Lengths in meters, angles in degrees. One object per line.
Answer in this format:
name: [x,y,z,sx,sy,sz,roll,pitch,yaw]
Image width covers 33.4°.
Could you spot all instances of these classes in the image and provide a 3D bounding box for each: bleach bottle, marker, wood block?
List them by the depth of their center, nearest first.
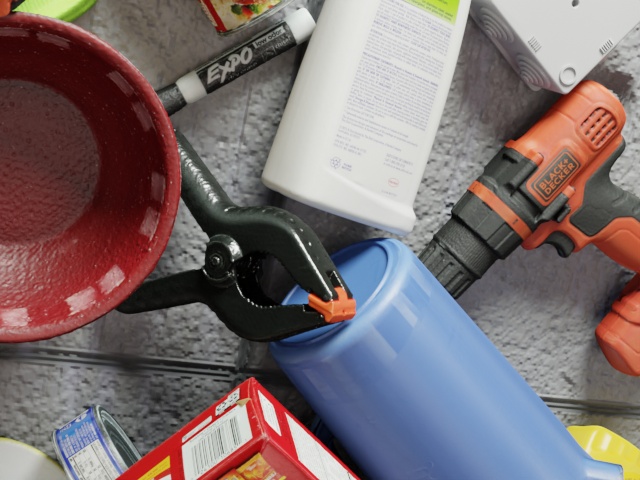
wood block: [-0.206,-0.002,0.606,0.206,0.091,0.090,-43,112,0]
bleach bottle: [0.051,-0.136,0.656,0.102,0.068,0.251,17,96,-36]
marker: [-0.058,-0.106,0.656,0.121,0.020,0.020,-30,112,-6]

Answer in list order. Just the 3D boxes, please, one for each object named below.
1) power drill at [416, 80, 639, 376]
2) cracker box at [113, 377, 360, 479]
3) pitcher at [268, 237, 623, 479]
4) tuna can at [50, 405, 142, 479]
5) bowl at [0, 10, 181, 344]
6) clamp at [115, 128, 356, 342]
power drill: [0.176,0.011,0.738,0.187,0.057,0.184,41,95,-23]
cracker box: [-0.033,0.204,0.628,0.164,0.072,0.213,-38,116,9]
pitcher: [0.068,0.121,0.701,0.149,0.145,0.242,-44,113,-11]
tuna can: [-0.132,0.147,0.674,0.033,0.086,0.086,-33,112,-7]
bowl: [-0.153,-0.033,0.532,0.162,0.055,0.162,-4,105,-14]
clamp: [-0.054,0.001,0.632,0.039,0.172,0.120,-15,114,-59]
